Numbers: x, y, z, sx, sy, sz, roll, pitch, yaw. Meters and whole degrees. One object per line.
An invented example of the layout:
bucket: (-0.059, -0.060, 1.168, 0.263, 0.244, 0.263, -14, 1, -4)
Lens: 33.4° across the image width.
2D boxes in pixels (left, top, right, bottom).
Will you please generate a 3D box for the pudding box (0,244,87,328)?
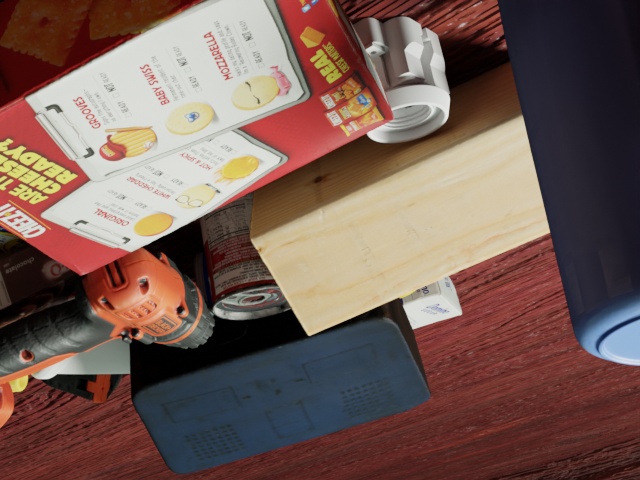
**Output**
pudding box: (-0.196, 0.033, 0.759, 0.113, 0.039, 0.090, -23, 166, 6)

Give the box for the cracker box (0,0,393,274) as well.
cracker box: (-0.087, -0.080, 0.568, 0.214, 0.072, 0.164, -26, 151, 10)

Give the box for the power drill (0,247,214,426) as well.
power drill: (-0.172, 0.072, 0.744, 0.187, 0.057, 0.184, -27, 160, 1)

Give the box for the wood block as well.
wood block: (0.064, -0.030, 0.724, 0.206, 0.091, 0.090, -24, 117, 12)

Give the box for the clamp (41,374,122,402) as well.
clamp: (-0.244, 0.110, 0.996, 0.120, 0.039, 0.172, -1, -170, -24)

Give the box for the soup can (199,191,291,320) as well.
soup can: (-0.055, 0.001, 0.806, 0.068, 0.102, 0.068, -10, 159, -4)

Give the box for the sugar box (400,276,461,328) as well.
sugar box: (0.054, 0.076, 1.137, 0.176, 0.048, 0.093, -20, 157, 14)
